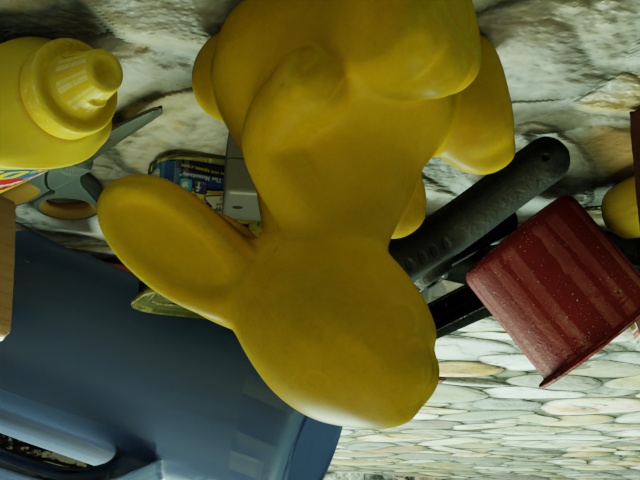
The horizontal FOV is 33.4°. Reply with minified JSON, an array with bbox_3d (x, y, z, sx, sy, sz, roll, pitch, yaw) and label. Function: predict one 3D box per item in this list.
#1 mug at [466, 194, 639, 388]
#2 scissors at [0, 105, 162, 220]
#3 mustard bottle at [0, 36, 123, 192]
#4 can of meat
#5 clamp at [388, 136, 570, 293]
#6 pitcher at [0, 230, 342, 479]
[{"bbox_3d":[0.143,0.028,0.643,0.093,0.081,0.117,-39,170,6],"label":"mug"},{"bbox_3d":[-0.130,-0.039,0.612,0.202,0.016,0.096,-11,161,36],"label":"scissors"},{"bbox_3d":[-0.152,-0.049,0.489,0.192,0.058,0.096,-16,180,43],"label":"mustard bottle"},{"bbox_3d":[-0.054,0.001,0.619,0.102,0.084,0.058,9,163,-23],"label":"can of meat"},{"bbox_3d":[0.060,0.002,0.582,0.171,0.039,0.120,-32,163,-22],"label":"clamp"},{"bbox_3d":[-0.116,0.095,0.669,0.243,0.149,0.145,17,174,19],"label":"pitcher"}]
